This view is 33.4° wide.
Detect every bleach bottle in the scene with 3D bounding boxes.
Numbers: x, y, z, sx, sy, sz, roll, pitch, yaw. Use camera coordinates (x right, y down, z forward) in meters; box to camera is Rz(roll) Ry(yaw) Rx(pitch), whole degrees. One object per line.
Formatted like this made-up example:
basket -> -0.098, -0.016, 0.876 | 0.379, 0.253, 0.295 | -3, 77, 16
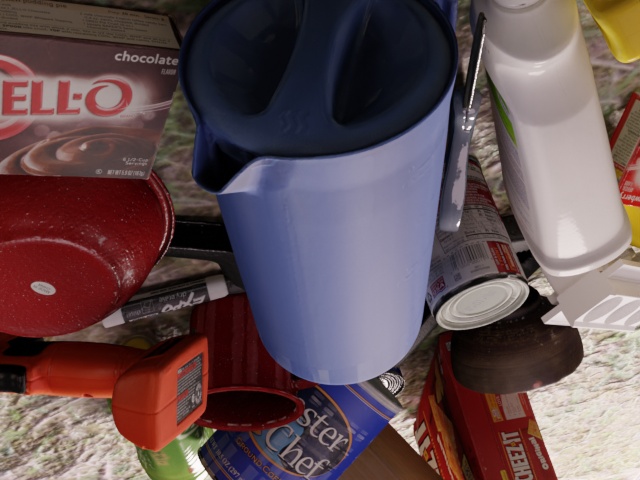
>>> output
bleach bottle -> 0.132, -0.075, 0.621 | 0.068, 0.102, 0.250 | -24, 150, 5

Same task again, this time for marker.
marker -> -0.100, 0.040, 0.778 | 0.121, 0.020, 0.020 | -14, 150, -5

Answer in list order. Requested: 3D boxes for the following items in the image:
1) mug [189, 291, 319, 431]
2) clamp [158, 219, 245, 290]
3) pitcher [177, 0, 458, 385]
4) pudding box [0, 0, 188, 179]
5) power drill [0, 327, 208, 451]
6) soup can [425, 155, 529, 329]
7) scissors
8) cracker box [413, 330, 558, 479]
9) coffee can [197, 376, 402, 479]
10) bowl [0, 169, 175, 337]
mug -> -0.048, 0.088, 0.803 | 0.117, 0.081, 0.093 | -10, 150, 15
clamp -> -0.055, 0.001, 0.720 | 0.120, 0.039, 0.171 | -20, 143, 19
pitcher -> 0.012, -0.028, 0.600 | 0.149, 0.145, 0.243 | -8, 144, -2
pudding box -> -0.134, -0.076, 0.545 | 0.113, 0.039, 0.090 | -1, 139, -27
power drill -> -0.175, 0.087, 0.660 | 0.188, 0.057, 0.184 | 5, -170, 13
soup can -> 0.094, 0.001, 0.728 | 0.068, 0.102, 0.068 | -12, 149, -8
scissors -> 0.079, -0.056, 0.598 | 0.016, 0.096, 0.201 | 6, 178, 5
cracker box -> 0.149, 0.201, 1.022 | 0.072, 0.164, 0.214 | -10, 149, -9
coffee can -> -0.017, 0.153, 0.872 | 0.140, 0.103, 0.102 | -48, 145, 1
bowl -> -0.166, 0.009, 0.631 | 0.162, 0.055, 0.162 | -6, 139, -6
